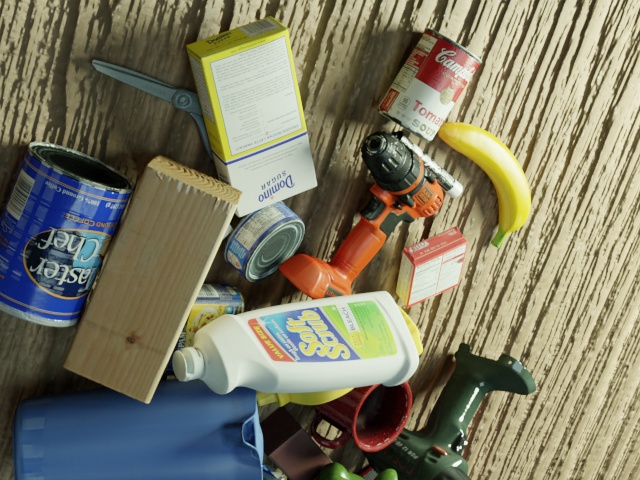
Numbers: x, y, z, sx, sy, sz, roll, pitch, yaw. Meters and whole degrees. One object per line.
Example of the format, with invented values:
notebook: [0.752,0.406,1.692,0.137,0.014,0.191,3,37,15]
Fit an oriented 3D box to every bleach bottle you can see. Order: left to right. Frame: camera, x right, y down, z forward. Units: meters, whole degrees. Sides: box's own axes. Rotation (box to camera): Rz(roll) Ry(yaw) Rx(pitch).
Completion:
bleach bottle: [-0.027,0.113,1.066,0.250,0.102,0.068,-6,153,-34]

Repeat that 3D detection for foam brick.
foam brick: [-0.034,0.242,1.246,0.051,0.053,0.078,-41,127,-6]

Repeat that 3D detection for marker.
marker: [0.117,-0.086,1.193,0.121,0.020,0.020,37,92,-36]

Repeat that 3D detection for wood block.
wood block: [-0.157,0.034,1.009,0.091,0.090,0.206,24,100,-5]

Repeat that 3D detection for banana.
banana: [0.200,-0.074,1.233,0.069,0.037,0.197,-39,126,-9]

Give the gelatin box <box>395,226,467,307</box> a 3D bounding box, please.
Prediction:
gelatin box: [0.127,0.031,1.230,0.073,0.030,0.089,-23,146,-18]

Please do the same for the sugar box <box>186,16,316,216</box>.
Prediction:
sugar box: [-0.064,-0.119,1.039,0.093,0.048,0.176,-22,128,-18]

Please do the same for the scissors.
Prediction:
scissors: [-0.132,-0.119,1.040,0.201,0.016,0.096,2,112,-30]

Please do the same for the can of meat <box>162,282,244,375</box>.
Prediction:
can of meat: [-0.132,0.092,1.117,0.083,0.058,0.102,3,111,-32]

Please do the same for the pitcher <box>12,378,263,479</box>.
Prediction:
pitcher: [-0.182,0.207,1.086,0.242,0.145,0.149,-3,126,-10]

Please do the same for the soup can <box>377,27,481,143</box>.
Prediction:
soup can: [0.114,-0.162,1.124,0.068,0.069,0.102,27,99,-36]

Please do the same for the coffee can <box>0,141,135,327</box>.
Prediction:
coffee can: [-0.244,-0.006,0.978,0.102,0.103,0.140,17,103,-34]

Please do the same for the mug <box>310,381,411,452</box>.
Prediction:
mug: [0.037,0.193,1.232,0.117,0.082,0.093,-43,131,-21]

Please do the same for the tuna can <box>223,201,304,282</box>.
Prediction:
tuna can: [-0.057,0.001,1.104,0.086,0.034,0.086,-39,156,-21]

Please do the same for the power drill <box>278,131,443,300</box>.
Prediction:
power drill: [0.043,-0.018,1.128,0.188,0.057,0.184,-48,151,3]
